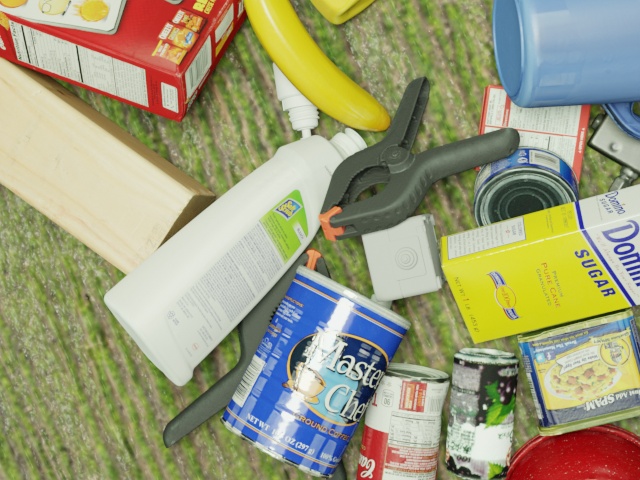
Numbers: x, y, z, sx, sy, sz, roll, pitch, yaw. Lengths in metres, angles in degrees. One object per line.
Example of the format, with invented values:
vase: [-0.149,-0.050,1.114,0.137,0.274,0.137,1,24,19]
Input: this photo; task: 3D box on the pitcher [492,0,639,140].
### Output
pitcher: [0.260,-0.156,0.814,0.242,0.145,0.149,-7,79,-3]

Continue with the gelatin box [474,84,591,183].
gelatin box: [0.177,-0.089,0.896,0.089,0.030,0.073,8,94,7]

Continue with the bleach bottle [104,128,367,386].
bleach bottle: [-0.056,0.001,0.890,0.250,0.102,0.068,-42,49,-15]

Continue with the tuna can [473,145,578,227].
tuna can: [0.169,-0.032,0.876,0.086,0.033,0.086,5,126,7]

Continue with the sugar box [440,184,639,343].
sugar box: [0.194,0.020,0.858,0.176,0.048,0.093,-15,125,19]

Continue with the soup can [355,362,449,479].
soup can: [0.070,0.159,0.900,0.068,0.068,0.102,8,93,7]

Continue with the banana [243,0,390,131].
banana: [-0.010,-0.158,0.874,0.069,0.037,0.197,-45,111,-30]

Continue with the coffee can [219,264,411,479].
coffee can: [-0.004,0.104,0.858,0.103,0.103,0.140,27,87,6]

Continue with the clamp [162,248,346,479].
clamp: [-0.044,0.107,0.926,0.164,0.036,0.210,9,92,-2]

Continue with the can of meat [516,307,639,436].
can of meat: [0.220,0.107,0.883,0.102,0.057,0.084,-15,88,8]

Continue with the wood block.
wood block: [-0.205,-0.062,0.920,0.206,0.090,0.090,36,96,6]

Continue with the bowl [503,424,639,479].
bowl: [0.225,0.235,0.886,0.162,0.055,0.162,0,93,7]

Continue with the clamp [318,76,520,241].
clamp: [0.074,-0.058,0.858,0.120,0.039,0.171,25,67,40]

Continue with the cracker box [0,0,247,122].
cracker box: [-0.176,-0.205,0.886,0.214,0.072,0.164,20,58,7]
